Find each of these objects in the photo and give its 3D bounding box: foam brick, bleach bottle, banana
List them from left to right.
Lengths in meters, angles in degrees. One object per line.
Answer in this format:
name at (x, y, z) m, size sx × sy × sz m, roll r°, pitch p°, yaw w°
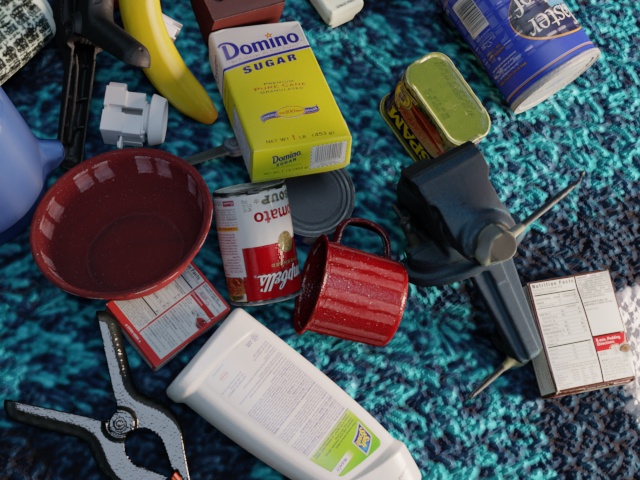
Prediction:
banana at (-0.147, -0.197, 0.988) m, size 0.069 × 0.037 × 0.198 m, roll -8°, pitch 112°, yaw 3°
foam brick at (-0.082, -0.234, 1.046) m, size 0.078 × 0.051 × 0.053 m, roll -19°, pitch 78°, yaw -16°
bleach bottle at (-0.009, 0.175, 0.939) m, size 0.251 × 0.068 × 0.102 m, roll 40°, pitch 71°, yaw -1°

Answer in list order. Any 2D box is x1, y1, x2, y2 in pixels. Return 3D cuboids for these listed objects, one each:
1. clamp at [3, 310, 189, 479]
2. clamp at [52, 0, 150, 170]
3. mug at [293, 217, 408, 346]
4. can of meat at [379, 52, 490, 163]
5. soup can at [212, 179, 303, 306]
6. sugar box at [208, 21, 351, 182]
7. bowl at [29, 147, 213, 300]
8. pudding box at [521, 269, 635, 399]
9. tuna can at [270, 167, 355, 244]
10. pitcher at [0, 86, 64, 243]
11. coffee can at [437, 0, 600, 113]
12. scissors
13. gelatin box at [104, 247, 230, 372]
clamp at (-0.171, 0.146, 0.921) m, size 0.171 × 0.039 × 0.120 m, roll 37°, pitch 85°, yaw -5°
clamp at (-0.218, -0.180, 0.981) m, size 0.036 × 0.165 × 0.210 m, roll 7°, pitch 48°, yaw -37°
mug at (0.031, 0.038, 0.971) m, size 0.081 × 0.093 × 0.117 m, roll 15°, pitch 78°, yaw -12°
can of meat at (0.112, -0.122, 1.037) m, size 0.057 × 0.084 × 0.102 m, roll -32°, pitch 83°, yaw -19°
soup can at (-0.056, 0.001, 0.957) m, size 0.068 × 0.069 × 0.102 m, roll -11°, pitch 99°, yaw -15°
sugar box at (-0.041, -0.134, 0.991) m, size 0.093 × 0.048 × 0.176 m, roll -10°, pitch 51°, yaw -15°
bowl at (-0.170, -0.004, 0.941) m, size 0.162 × 0.055 × 0.162 m, roll -4°, pitch 55°, yaw 5°
pudding box at (0.245, 0.090, 1.028) m, size 0.090 × 0.039 × 0.113 m, roll -8°, pitch 74°, yaw -14°
tuna can at (-0.012, -0.040, 1.014) m, size 0.086 × 0.034 × 0.086 m, roll 3°, pitch 74°, yaw -11°
pitcher at (-0.306, -0.073, 0.852) m, size 0.145 × 0.243 × 0.149 m, roll 30°, pitch 78°, yaw -2°
coffee can at (0.198, -0.214, 1.072) m, size 0.102 × 0.103 × 0.140 m, roll -30°, pitch 82°, yaw -18°
scissors at (-0.074, -0.104, 1.024) m, size 0.202 × 0.016 × 0.096 m, roll -7°, pitch 45°, yaw 4°
gelatin box at (-0.137, 0.062, 0.960) m, size 0.089 × 0.030 × 0.073 m, roll -38°, pitch 83°, yaw -19°
